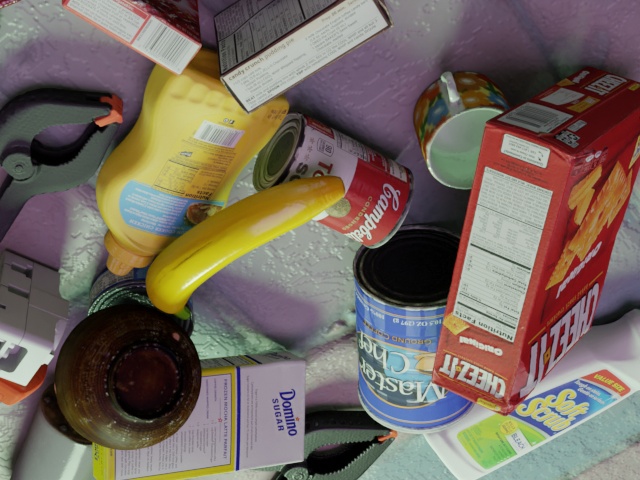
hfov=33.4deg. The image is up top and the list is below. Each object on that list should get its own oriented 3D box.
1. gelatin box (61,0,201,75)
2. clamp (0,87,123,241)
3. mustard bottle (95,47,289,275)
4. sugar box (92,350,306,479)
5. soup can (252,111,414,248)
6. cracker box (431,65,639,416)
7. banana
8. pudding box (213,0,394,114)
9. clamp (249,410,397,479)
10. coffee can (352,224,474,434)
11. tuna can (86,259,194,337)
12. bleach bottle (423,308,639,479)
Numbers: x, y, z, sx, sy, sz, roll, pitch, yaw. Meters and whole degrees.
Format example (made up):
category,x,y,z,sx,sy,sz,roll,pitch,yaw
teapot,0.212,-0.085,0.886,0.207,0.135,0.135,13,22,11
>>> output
category,x,y,z,sx,sy,sz,roll,pitch,yaw
gelatin box,-0.120,-0.154,0.682,0.089,0.073,0.030,29,117,-27
clamp,-0.224,-0.064,0.757,0.171,0.039,0.120,-34,130,9
mustard bottle,-0.108,-0.047,0.775,0.096,0.058,0.192,11,127,-36
sugar box,-0.099,0.147,0.890,0.175,0.048,0.093,-2,98,-29
soup can,0.009,-0.045,0.791,0.102,0.068,0.069,25,120,-25
cracker box,0.165,-0.002,0.777,0.072,0.163,0.214,25,124,28
banana,-0.069,0.004,0.767,0.198,0.037,0.069,-35,162,35
pudding box,-0.015,-0.142,0.697,0.114,0.090,0.039,-31,126,14
clamp,-0.024,0.218,1.011,0.210,0.036,0.164,-18,128,5
coffee can,0.079,0.073,0.872,0.102,0.103,0.140,-7,128,-4
tuna can,-0.146,0.056,0.866,0.086,0.034,0.086,-4,128,-6
bleach bottle,0.215,0.125,0.962,0.251,0.068,0.102,-30,127,11
